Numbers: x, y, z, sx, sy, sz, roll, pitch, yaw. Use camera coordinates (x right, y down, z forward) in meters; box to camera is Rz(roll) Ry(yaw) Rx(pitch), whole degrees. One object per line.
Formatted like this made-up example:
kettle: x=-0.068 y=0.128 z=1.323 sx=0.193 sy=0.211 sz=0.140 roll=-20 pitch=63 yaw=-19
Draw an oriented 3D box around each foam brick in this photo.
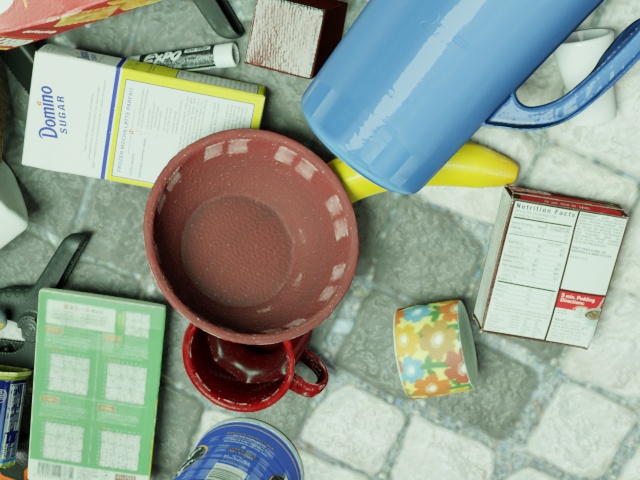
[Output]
foam brick: x=-0.017 y=-0.154 z=0.788 sx=0.051 sy=0.078 sz=0.053 roll=15 pitch=108 yaw=10

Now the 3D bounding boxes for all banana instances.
banana: x=0.051 y=-0.044 z=0.829 sx=0.198 sy=0.037 sz=0.069 roll=-20 pitch=120 yaw=21

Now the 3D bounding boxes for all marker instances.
marker: x=-0.124 y=-0.142 z=0.851 sx=0.121 sy=0.020 sz=0.020 roll=-4 pitch=106 yaw=16

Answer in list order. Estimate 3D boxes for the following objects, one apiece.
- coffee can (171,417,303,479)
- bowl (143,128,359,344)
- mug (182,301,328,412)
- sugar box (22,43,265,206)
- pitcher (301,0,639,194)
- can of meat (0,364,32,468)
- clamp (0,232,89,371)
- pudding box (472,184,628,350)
coffee can: x=-0.080 y=0.225 z=0.889 sx=0.103 sy=0.140 sz=0.103 roll=4 pitch=108 yaw=13
bowl: x=-0.055 y=0.001 z=0.796 sx=0.162 sy=0.055 sz=0.162 roll=4 pitch=76 yaw=-17
mug: x=-0.045 y=0.086 z=0.868 sx=0.117 sy=0.081 sz=0.093 roll=29 pitch=112 yaw=5
sugar box: x=-0.137 y=-0.091 z=0.835 sx=0.176 sy=0.048 sz=0.093 roll=12 pitch=109 yaw=-4
pitcher: x=0.106 y=-0.144 z=0.718 sx=0.144 sy=0.149 sz=0.243 roll=24 pitch=114 yaw=-40
can of meat: x=-0.308 y=0.148 z=0.923 sx=0.102 sy=0.057 sz=0.084 roll=7 pitch=87 yaw=12
clamp: x=-0.238 y=0.078 z=0.941 sx=0.172 sy=0.039 sz=0.120 roll=-29 pitch=93 yaw=26
pudding box: x=0.172 y=0.021 z=0.804 sx=0.090 sy=0.039 sz=0.113 roll=10 pitch=108 yaw=-3
